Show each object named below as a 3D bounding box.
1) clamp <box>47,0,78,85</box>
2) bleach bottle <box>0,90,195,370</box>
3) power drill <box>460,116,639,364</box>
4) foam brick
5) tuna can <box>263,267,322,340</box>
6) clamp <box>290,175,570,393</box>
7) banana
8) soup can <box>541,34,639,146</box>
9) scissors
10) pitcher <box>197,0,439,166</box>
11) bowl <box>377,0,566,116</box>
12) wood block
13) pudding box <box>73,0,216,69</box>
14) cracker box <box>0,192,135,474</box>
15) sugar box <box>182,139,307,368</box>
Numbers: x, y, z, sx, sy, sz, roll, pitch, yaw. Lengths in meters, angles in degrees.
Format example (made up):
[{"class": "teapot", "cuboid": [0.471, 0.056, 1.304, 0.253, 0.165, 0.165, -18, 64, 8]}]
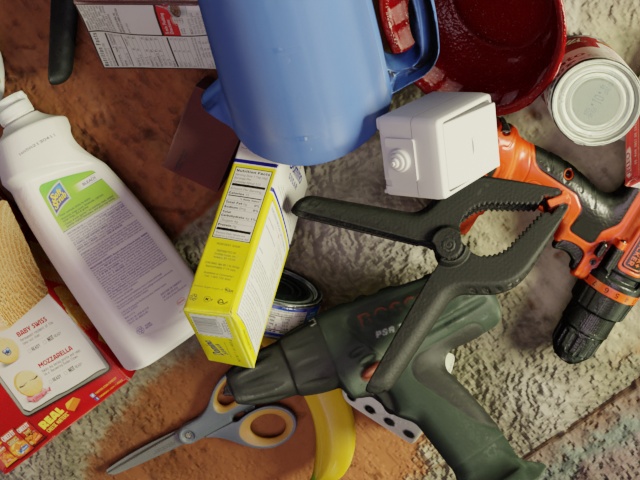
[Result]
[{"class": "clamp", "cuboid": [-0.225, -0.226, 0.865, 0.120, 0.039, 0.171, 29, 104, -9]}, {"class": "bleach bottle", "cuboid": [-0.192, -0.017, 0.915, 0.102, 0.068, 0.251, -36, 98, -29]}, {"class": "power drill", "cuboid": [0.190, -0.004, 0.890, 0.187, 0.057, 0.184, 26, 107, -6]}, {"class": "foam brick", "cuboid": [-0.090, -0.090, 0.891, 0.053, 0.051, 0.078, 26, 110, -2]}, {"class": "tuna can", "cuboid": [-0.042, 0.051, 0.918, 0.086, 0.086, 0.034, 18, 109, 0]}, {"class": "clamp", "cuboid": [0.097, 0.018, 0.827, 0.210, 0.036, 0.164, -16, 79, 1]}, {"class": "banana", "cuboid": [-0.010, 0.143, 0.966, 0.069, 0.037, 0.198, -19, 105, -11]}, {"class": "soup can", "cuboid": [0.206, -0.116, 0.822, 0.068, 0.102, 0.068, 2, 110, 5]}, {"class": "scissors", "cuboid": [-0.105, 0.191, 1.011, 0.096, 0.016, 0.202, 44, 108, -10]}, {"class": "pitcher", "cuboid": [-0.015, -0.174, 0.749, 0.145, 0.243, 0.149, 34, 70, 26]}, {"class": "bowl", "cuboid": [0.124, -0.178, 0.813, 0.162, 0.055, 0.162, 23, 132, 29]}, {"class": "wood block", "cuboid": [-0.344, 0.049, 0.873, 0.206, 0.090, 0.090, -18, 104, 13]}, {"class": "pudding box", "cuboid": [-0.129, -0.175, 0.847, 0.113, 0.090, 0.039, 3, 66, 6]}, {"class": "cracker box", "cuboid": [-0.290, 0.080, 0.963, 0.164, 0.072, 0.213, -38, 101, 16]}, {"class": "sugar box", "cuboid": [-0.056, 0.001, 0.846, 0.048, 0.176, 0.093, 7, 150, 12]}]
